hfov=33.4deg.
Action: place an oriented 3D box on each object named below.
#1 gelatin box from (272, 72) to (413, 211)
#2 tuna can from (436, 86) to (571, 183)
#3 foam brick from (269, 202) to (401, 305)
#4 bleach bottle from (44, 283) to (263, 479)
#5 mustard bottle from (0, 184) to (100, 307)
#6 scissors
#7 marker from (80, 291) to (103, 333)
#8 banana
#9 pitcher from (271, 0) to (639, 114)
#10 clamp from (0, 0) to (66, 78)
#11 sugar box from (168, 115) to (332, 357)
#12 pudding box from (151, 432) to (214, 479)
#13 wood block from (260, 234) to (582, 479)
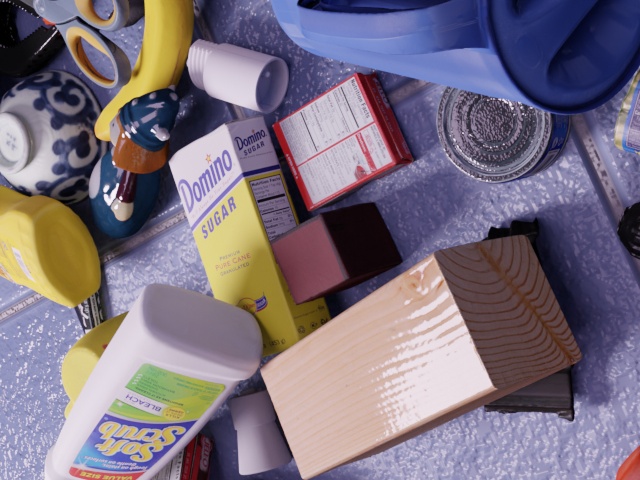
[{"bbox_3d":[0.016,-0.073,0.792,0.089,0.030,0.073,-28,82,33],"label":"gelatin box"},{"bbox_3d":[0.122,-0.081,0.719,0.086,0.033,0.086,7,103,32],"label":"tuna can"},{"bbox_3d":[0.012,0.008,0.781,0.051,0.078,0.053,-29,81,34],"label":"foam brick"},{"bbox_3d":[-0.145,0.146,0.838,0.102,0.068,0.251,21,125,-20],"label":"bleach bottle"},{"bbox_3d":[-0.275,-0.003,0.960,0.192,0.058,0.096,14,134,46],"label":"mustard bottle"},{"bbox_3d":[-0.215,-0.204,0.871,0.202,0.016,0.096,45,132,21],"label":"scissors"},{"bbox_3d":[-0.208,0.061,0.968,0.020,0.020,0.121,-6,96,33],"label":"marker"},{"bbox_3d":[-0.139,-0.150,0.861,0.070,0.037,0.198,37,130,21],"label":"banana"},{"bbox_3d":[0.064,-0.153,0.639,0.243,0.149,0.145,21,84,53],"label":"pitcher"},{"bbox_3d":[-0.302,-0.186,0.972,0.210,0.036,0.164,12,110,31],"label":"clamp"},{"bbox_3d":[-0.056,0.001,0.831,0.094,0.048,0.176,-23,88,50],"label":"sugar box"},{"bbox_3d":[-0.149,0.216,0.916,0.114,0.039,0.090,-18,45,29],"label":"pudding box"},{"bbox_3d":[0.060,0.083,0.723,0.206,0.090,0.091,-38,69,46],"label":"wood block"}]
